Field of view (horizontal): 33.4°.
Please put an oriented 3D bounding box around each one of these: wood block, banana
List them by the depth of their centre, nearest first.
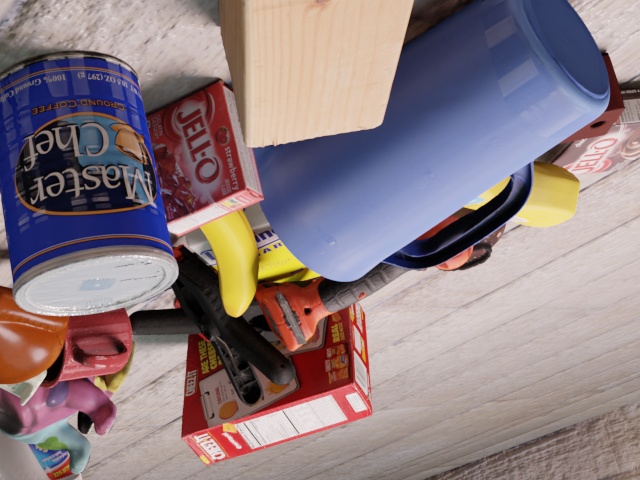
[{"bbox_3d":[-0.006,-0.139,0.578,0.090,0.090,0.206,-10,161,-8],"label":"wood block"},{"bbox_3d":[-0.093,-0.009,0.884,0.070,0.037,0.197,-21,133,17],"label":"banana"}]

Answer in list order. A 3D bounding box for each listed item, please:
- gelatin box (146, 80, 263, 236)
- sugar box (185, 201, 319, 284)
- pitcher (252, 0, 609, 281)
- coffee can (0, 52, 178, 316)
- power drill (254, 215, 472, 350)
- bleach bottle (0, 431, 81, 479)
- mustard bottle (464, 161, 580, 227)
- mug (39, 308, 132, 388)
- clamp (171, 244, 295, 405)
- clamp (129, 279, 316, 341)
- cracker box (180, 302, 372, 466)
[{"bbox_3d":[-0.085,-0.058,0.749,0.073,0.089,0.030,-22,158,21],"label":"gelatin box"},{"bbox_3d":[-0.057,0.002,1.001,0.093,0.048,0.176,-17,162,9],"label":"sugar box"},{"bbox_3d":[0.084,-0.073,0.763,0.243,0.145,0.149,-32,167,34],"label":"pitcher"},{"bbox_3d":[-0.155,-0.034,0.688,0.102,0.140,0.103,-12,161,-5],"label":"coffee can"},{"bbox_3d":[0.034,0.025,0.963,0.187,0.057,0.184,-28,-174,-6],"label":"power drill"},{"bbox_3d":[-0.315,0.243,1.186,0.068,0.251,0.102,-48,153,9],"label":"bleach bottle"},{"bbox_3d":[0.121,-0.055,0.914,0.191,0.058,0.096,10,-179,-28],"label":"mustard bottle"},{"bbox_3d":[-0.236,0.100,1.067,0.081,0.093,0.117,-3,-165,-42],"label":"mug"},{"bbox_3d":[-0.087,0.077,0.992,0.039,0.171,0.120,-38,-174,-33],"label":"clamp"},{"bbox_3d":[-0.071,0.087,1.093,0.210,0.036,0.164,-20,145,32],"label":"clamp"},{"bbox_3d":[-0.050,0.156,1.245,0.214,0.164,0.072,-20,129,14],"label":"cracker box"}]
